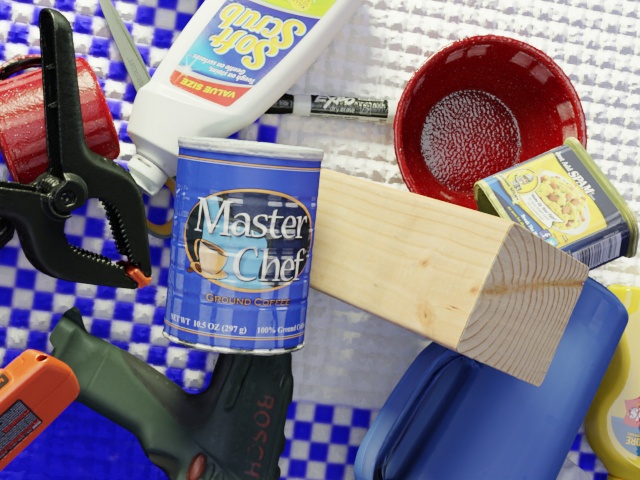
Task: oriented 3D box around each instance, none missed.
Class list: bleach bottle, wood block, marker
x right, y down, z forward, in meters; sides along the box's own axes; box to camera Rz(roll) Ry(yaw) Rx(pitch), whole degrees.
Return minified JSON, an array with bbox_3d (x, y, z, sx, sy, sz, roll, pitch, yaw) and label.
[{"bbox_3d":[-0.059,-0.136,0.818,0.102,0.068,0.250,36,81,-4],"label":"bleach bottle"},{"bbox_3d":[0.072,0.020,0.762,0.090,0.206,0.090,27,86,-38],"label":"wood block"},{"bbox_3d":[0.009,-0.108,0.863,0.121,0.020,0.020,3,90,-10],"label":"marker"}]

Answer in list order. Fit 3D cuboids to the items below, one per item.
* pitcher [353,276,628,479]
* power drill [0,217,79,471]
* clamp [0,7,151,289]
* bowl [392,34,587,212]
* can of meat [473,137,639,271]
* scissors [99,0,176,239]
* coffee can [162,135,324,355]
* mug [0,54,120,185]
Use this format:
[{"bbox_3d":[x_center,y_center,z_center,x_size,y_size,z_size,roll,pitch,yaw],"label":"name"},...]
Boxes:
[{"bbox_3d":[0.134,0.131,0.830,0.145,0.149,0.243,29,81,10],"label":"pitcher"},{"bbox_3d":[-0.252,0.068,0.749,0.184,0.057,0.188,-46,53,-14],"label":"power drill"},{"bbox_3d":[-0.180,-0.044,0.742,0.164,0.036,0.209,-52,130,-8],"label":"clamp"},{"bbox_3d":[0.131,-0.082,0.867,0.162,0.055,0.162,0,90,-10],"label":"bowl"},{"bbox_3d":[0.174,-0.017,0.800,0.084,0.057,0.102,-23,54,-7],"label":"can of meat"},{"bbox_3d":[-0.141,-0.087,0.836,0.096,0.016,0.201,-41,97,-11],"label":"scissors"},{"bbox_3d":[-0.055,0.001,0.752,0.102,0.103,0.140,4,96,-11],"label":"coffee can"},{"bbox_3d":[-0.205,-0.095,0.796,0.081,0.093,0.117,-22,58,-15],"label":"mug"}]
